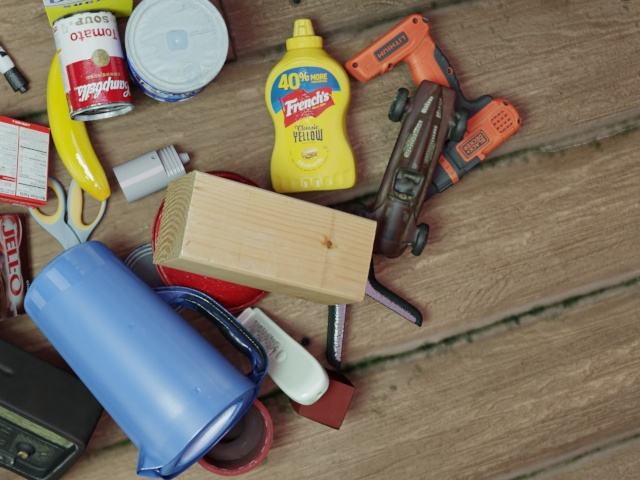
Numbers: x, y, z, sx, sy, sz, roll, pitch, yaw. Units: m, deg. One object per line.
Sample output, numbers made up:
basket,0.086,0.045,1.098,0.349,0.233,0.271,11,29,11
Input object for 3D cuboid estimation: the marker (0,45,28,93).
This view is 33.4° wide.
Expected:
marker,-0.356,-0.210,1.152,0.020,0.020,0.121,-36,99,-6

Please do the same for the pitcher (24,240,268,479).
pitcher,-0.181,0.111,1.099,0.243,0.149,0.145,45,104,12

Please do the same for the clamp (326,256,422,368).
clamp,0.043,0.051,1.228,0.120,0.039,0.171,-19,96,-10

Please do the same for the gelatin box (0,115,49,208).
gelatin box,-0.327,-0.083,1.133,0.073,0.030,0.089,11,74,-45

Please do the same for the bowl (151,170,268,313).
bowl,-0.100,0.000,1.170,0.161,0.055,0.162,2,85,-26

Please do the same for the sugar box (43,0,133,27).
sugar box,-0.239,-0.259,1.090,0.093,0.176,0.048,-12,95,-10

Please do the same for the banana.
banana,-0.262,-0.141,1.156,0.069,0.037,0.198,0,86,1

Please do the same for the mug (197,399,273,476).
mug,-0.116,0.207,1.187,0.117,0.081,0.093,-3,94,-10

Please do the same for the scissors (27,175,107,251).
scissors,-0.288,0.014,1.179,0.096,0.016,0.202,12,90,-9

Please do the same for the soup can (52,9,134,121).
soup can,-0.238,-0.182,1.116,0.068,0.068,0.102,-11,88,-9

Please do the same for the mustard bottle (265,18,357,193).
mustard bottle,-0.013,-0.151,1.196,0.096,0.058,0.191,-4,93,10

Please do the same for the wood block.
wood block,-0.057,0.002,1.109,0.205,0.090,0.091,15,78,-24

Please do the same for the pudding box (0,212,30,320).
pudding box,-0.347,0.028,1.130,0.039,0.090,0.113,1,95,17

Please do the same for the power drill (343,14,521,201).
power drill,0.111,-0.148,1.222,0.184,0.057,0.187,-38,101,-2

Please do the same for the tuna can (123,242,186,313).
tuna can,-0.182,0.045,1.190,0.086,0.034,0.086,-1,93,-10

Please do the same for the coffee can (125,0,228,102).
coffee can,-0.155,-0.202,1.127,0.102,0.140,0.103,-1,93,-10

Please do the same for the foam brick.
foam brick,0.001,0.174,1.208,0.053,0.078,0.051,23,90,-11
